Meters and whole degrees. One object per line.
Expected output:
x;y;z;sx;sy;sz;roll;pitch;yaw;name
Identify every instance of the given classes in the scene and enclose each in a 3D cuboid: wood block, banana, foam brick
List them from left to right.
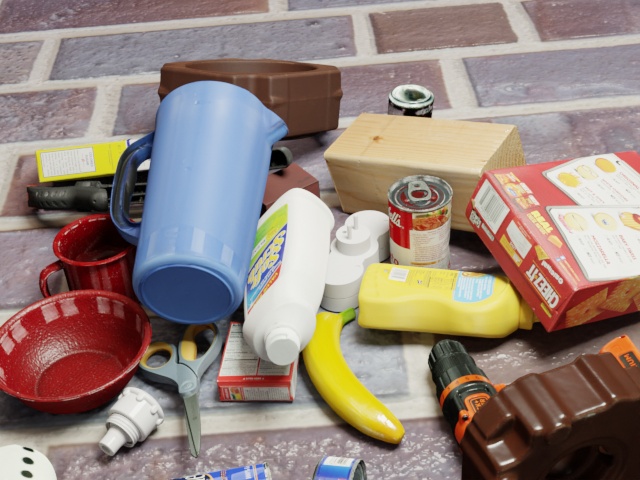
-0.045;-0.047;1.255;0.078;0.051;0.053;-25;42;-25;foam brick
0.023;0.124;1.026;0.069;0.037;0.198;-11;37;-7;banana
0.120;-0.079;1.207;0.206;0.090;0.090;11;46;38;wood block

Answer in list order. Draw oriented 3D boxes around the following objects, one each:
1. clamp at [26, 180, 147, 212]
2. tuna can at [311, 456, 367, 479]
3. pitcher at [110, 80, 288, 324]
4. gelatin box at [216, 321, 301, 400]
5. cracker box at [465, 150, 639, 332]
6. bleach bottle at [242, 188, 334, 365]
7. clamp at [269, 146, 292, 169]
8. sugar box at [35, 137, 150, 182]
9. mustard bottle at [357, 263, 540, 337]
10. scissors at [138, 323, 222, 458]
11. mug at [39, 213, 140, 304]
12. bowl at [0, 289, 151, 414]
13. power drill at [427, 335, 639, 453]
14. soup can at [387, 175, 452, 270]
-0.265;-0.053;1.273;0.210;0.036;0.164;2;6;39;clamp
0.014;0.218;0.859;0.034;0.086;0.086;3;37;13;tuna can
-0.131;-0.036;1.093;0.144;0.149;0.242;24;45;-21;pitcher
-0.058;0.118;1.050;0.073;0.030;0.089;-1;36;8;gelatin box
0.277;-0.004;1.078;0.213;0.072;0.164;-9;50;-30;cracker box
-0.031;0.040;1.049;0.103;0.068;0.251;-45;18;17;bleach bottle
-0.110;-0.088;1.290;0.120;0.039;0.172;-19;12;-15;clamp
-0.259;-0.104;1.338;0.176;0.048;0.093;-5;7;-3;sugar box
0.138;0.062;1.075;0.192;0.058;0.096;4;19;12;mustard bottle
-0.142;0.142;1.017;0.096;0.016;0.201;-13;30;13;scissors
-0.243;0.034;1.143;0.117;0.081;0.093;-24;40;-24;mug
-0.242;0.119;1.049;0.162;0.055;0.162;-3;36;2;bowl
0.203;0.141;0.968;0.187;0.057;0.184;-12;36;-6;power drill
0.107;-0.010;1.142;0.068;0.102;0.068;-3;36;2;soup can
